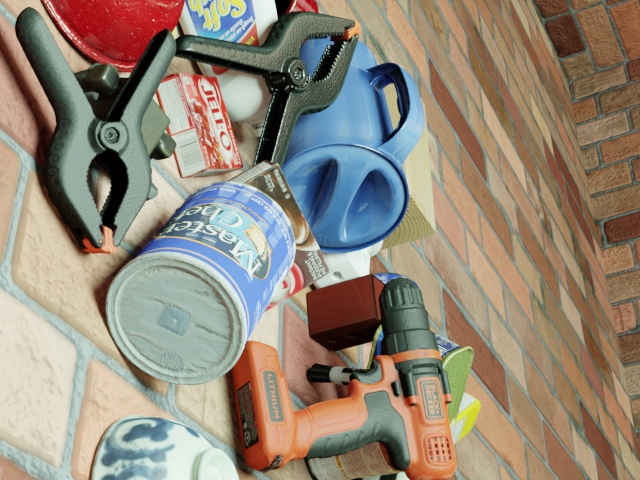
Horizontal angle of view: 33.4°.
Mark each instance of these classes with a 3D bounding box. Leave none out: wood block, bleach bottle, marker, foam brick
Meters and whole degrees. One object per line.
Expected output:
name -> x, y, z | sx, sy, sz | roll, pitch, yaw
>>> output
wood block -> 0.079, -0.101, 1.310 | 0.090, 0.091, 0.206 | 50, 31, -46
bleach bottle -> -0.080, -0.214, 0.988 | 0.068, 0.102, 0.251 | -78, 147, -76
marker -> 0.039, 0.130, 1.006 | 0.020, 0.121, 0.020 | -3, 94, -54
foam brick -> 0.032, 0.074, 1.083 | 0.053, 0.078, 0.051 | 37, 42, -53

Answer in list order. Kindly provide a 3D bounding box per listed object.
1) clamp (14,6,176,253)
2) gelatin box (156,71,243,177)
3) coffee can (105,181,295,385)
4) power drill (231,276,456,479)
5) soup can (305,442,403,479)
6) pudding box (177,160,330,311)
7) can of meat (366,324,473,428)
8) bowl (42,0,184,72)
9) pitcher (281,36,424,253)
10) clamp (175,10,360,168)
clamp -> -0.162, -0.079, 0.740 | 0.120, 0.039, 0.171 | 11, 80, -33
gelatin box -> -0.106, -0.102, 0.941 | 0.073, 0.030, 0.089 | -13, 87, -69
coffee can -> -0.085, 0.028, 0.797 | 0.103, 0.103, 0.140 | 66, 23, -18
power drill -> 0.022, 0.119, 0.908 | 0.187, 0.057, 0.184 | -1, 67, -22
soup can -> 0.043, 0.188, 0.991 | 0.068, 0.102, 0.068 | 49, 32, -46
pudding box -> -0.056, 0.001, 0.906 | 0.113, 0.090, 0.039 | 64, -14, -19
can of meat -> 0.092, 0.134, 1.042 | 0.057, 0.084, 0.102 | -15, 124, -48
bowl -> -0.155, -0.218, 0.843 | 0.162, 0.055, 0.162 | 34, 47, -48
pitcher -> 0.022, -0.117, 1.092 | 0.243, 0.149, 0.145 | -93, -179, -49
clamp -> -0.038, -0.152, 0.953 | 0.209, 0.036, 0.164 | -50, 123, -32
